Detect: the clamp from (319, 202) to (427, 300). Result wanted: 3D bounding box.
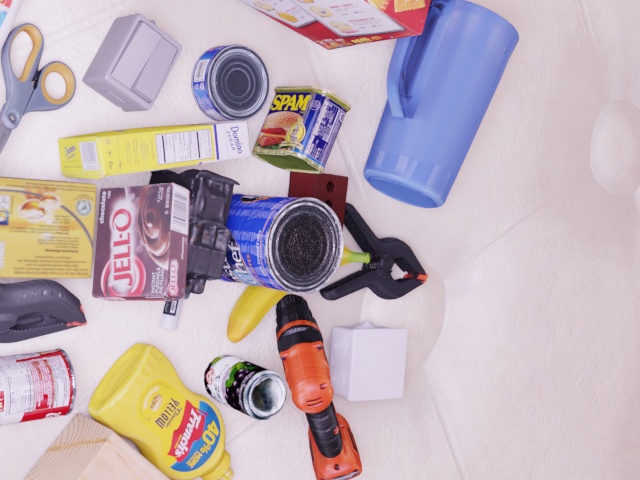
[{"bbox_3d":[0.065,0.038,1.328,0.171,0.039,0.120,29,78,-36],"label":"clamp"}]

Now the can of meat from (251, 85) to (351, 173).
[{"bbox_3d":[-0.024,-0.125,1.207,0.057,0.102,0.084,28,79,-37],"label":"can of meat"}]

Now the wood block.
[{"bbox_3d":[-0.194,0.282,1.114,0.206,0.091,0.090,49,66,-30],"label":"wood block"}]

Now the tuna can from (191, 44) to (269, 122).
[{"bbox_3d":[-0.099,-0.174,1.186,0.085,0.034,0.086,-4,96,-38],"label":"tuna can"}]

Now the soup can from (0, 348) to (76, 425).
[{"bbox_3d":[-0.298,0.144,1.037,0.102,0.069,0.068,-4,96,-37],"label":"soup can"}]

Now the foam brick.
[{"bbox_3d":[-0.005,-0.042,1.259,0.052,0.051,0.078,5,90,-38],"label":"foam brick"}]

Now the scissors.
[{"bbox_3d":[-0.281,-0.114,1.021,0.096,0.016,0.201,30,54,-47],"label":"scissors"}]

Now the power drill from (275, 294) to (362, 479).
[{"bbox_3d":[-0.007,0.175,1.233,0.057,0.184,0.187,-16,124,2],"label":"power drill"}]

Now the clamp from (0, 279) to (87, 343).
[{"bbox_3d":[-0.315,0.071,1.007,0.209,0.165,0.036,14,47,-56],"label":"clamp"}]

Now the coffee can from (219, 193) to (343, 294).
[{"bbox_3d":[-0.058,0.001,1.165,0.102,0.141,0.103,-4,96,-38],"label":"coffee can"}]

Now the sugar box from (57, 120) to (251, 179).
[{"bbox_3d":[-0.170,-0.096,1.101,0.175,0.094,0.048,-15,103,-37],"label":"sugar box"}]

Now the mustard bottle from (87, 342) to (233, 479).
[{"bbox_3d":[-0.158,0.204,1.157,0.191,0.058,0.096,50,60,-30],"label":"mustard bottle"}]

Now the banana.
[{"bbox_3d":[-0.039,0.049,1.231,0.197,0.070,0.037,-32,120,-21],"label":"banana"}]

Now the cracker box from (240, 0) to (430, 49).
[{"bbox_3d":[-0.008,-0.288,1.165,0.213,0.164,0.072,23,78,-37],"label":"cracker box"}]

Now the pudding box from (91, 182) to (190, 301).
[{"bbox_3d":[-0.176,0.003,1.050,0.039,0.090,0.113,25,66,-61],"label":"pudding box"}]

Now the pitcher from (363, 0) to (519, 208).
[{"bbox_3d":[0.137,-0.172,1.313,0.149,0.145,0.243,23,82,-5],"label":"pitcher"}]

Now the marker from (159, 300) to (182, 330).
[{"bbox_3d":[-0.154,0.038,1.171,0.020,0.020,0.121,16,84,-38],"label":"marker"}]
